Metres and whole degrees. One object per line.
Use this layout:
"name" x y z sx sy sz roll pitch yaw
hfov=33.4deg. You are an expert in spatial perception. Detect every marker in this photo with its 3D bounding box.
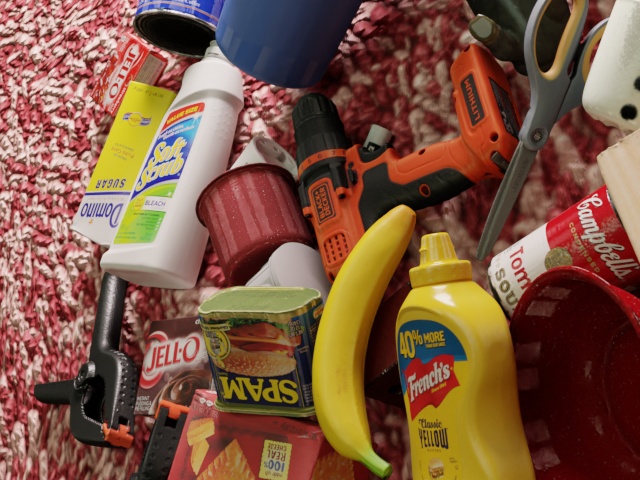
"marker" 0.028 -0.040 0.904 0.020 0.020 0.121 24 90 49

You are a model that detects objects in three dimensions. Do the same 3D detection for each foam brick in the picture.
"foam brick" 0.063 0.079 0.787 0.078 0.052 0.051 -44 46 23

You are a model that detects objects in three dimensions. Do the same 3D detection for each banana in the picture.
"banana" 0.029 0.070 0.762 0.070 0.037 0.198 -1 71 20

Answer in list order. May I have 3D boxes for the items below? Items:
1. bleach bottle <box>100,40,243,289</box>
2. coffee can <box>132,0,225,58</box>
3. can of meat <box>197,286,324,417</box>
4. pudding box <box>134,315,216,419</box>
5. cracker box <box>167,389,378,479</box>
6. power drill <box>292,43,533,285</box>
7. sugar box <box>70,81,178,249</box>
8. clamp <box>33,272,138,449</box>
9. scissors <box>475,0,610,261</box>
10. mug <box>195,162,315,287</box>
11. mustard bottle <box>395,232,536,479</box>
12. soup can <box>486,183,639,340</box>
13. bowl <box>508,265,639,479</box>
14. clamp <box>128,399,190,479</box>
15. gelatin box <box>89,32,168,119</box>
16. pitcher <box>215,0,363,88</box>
"bleach bottle" -0.136 -0.080 1.061 0.103 0.068 0.251 1 70 43
"coffee can" -0.131 -0.276 1.116 0.103 0.102 0.140 -4 69 45
"can of meat" -0.039 0.082 0.812 0.102 0.057 0.084 -1 109 30
"pudding box" -0.117 0.116 0.964 0.114 0.039 0.090 -9 67 44
"cracker box" -0.060 0.235 0.826 0.164 0.072 0.213 8 79 48
"power drill" 0.063 -0.074 0.841 0.188 0.057 0.184 -30 58 28
"sugar box" -0.198 -0.076 1.135 0.093 0.048 0.176 20 85 48
"clamp" -0.217 0.128 1.051 0.164 0.036 0.210 -61 32 5
"scissors" 0.170 -0.080 0.756 0.016 0.096 0.202 -137 52 -67
"mug" -0.056 0.001 0.930 0.117 0.093 0.081 111 145 -47
"mustard bottle" 0.089 0.090 0.693 0.096 0.058 0.191 -20 76 62
"soup can" 0.169 0.014 0.698 0.102 0.068 0.068 -36 49 29
"bowl" 0.174 0.093 0.636 0.162 0.055 0.162 175 90 -69
"clamp" -0.151 0.221 0.919 0.120 0.039 0.171 174 117 -75
"gelatin box" -0.220 -0.186 1.220 0.073 0.030 0.089 39 101 47
"pitcher" -0.014 -0.259 0.917 0.149 0.144 0.243 37 125 15
